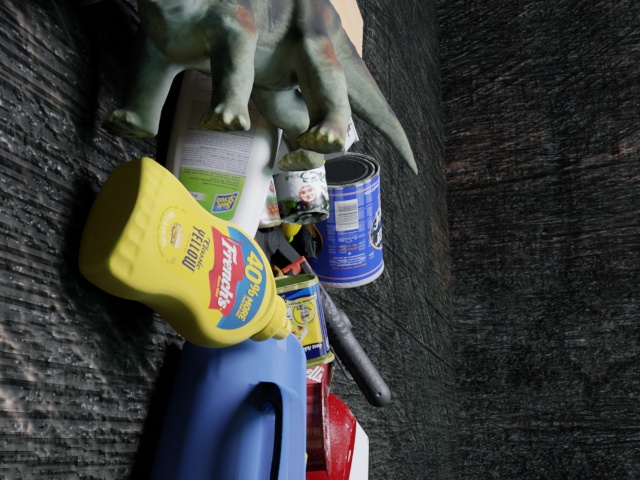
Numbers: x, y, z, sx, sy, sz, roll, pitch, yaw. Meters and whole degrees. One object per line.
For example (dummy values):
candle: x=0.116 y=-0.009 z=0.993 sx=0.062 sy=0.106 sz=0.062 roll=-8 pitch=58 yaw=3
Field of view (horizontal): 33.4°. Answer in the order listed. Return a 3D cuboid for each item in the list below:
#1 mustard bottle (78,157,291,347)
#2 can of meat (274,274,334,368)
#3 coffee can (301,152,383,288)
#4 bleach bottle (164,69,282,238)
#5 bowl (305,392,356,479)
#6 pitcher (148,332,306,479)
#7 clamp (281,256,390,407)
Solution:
mustard bottle: x=-0.088 y=0.026 z=0.798 sx=0.191 sy=0.058 sz=0.096 roll=39 pitch=52 yaw=-39
can of meat: x=-0.044 y=0.083 z=1.037 sx=0.057 sy=0.102 sz=0.084 roll=-160 pitch=-121 yaw=-69
coffee can: x=0.025 y=-0.026 z=1.328 sx=0.102 sy=0.103 sz=0.140 roll=-70 pitch=159 yaw=-60
bleach bottle: x=-0.095 y=-0.052 z=0.910 sx=0.068 sy=0.102 sz=0.250 roll=79 pitch=21 yaw=-61
bowl: x=0.007 y=0.246 z=1.229 sx=0.162 sy=0.055 sz=0.162 roll=8 pitch=90 yaw=-82
pitcher: x=-0.066 y=0.174 z=0.835 sx=0.242 sy=0.149 sz=0.145 roll=-86 pitch=162 yaw=-44
clamp: x=0.013 y=0.094 z=1.125 sx=0.171 sy=0.039 sz=0.120 roll=60 pitch=-12 yaw=-4
